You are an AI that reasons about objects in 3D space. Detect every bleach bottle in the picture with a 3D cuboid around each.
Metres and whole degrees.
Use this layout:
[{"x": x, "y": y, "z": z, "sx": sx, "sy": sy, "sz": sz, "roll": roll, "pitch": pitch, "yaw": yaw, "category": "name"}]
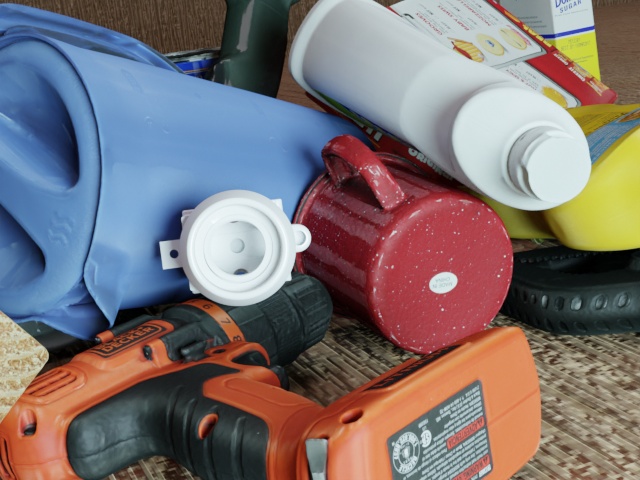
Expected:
[{"x": 0.060, "y": -0.071, "z": 0.548, "sx": 0.102, "sy": 0.068, "sz": 0.251, "roll": 27, "pitch": 10, "yaw": -21, "category": "bleach bottle"}]

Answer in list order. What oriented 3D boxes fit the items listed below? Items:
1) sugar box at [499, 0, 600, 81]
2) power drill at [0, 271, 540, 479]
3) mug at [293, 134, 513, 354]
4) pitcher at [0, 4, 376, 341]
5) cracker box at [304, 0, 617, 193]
[{"x": 0.199, "y": -0.155, "z": 0.920, "sx": 0.048, "sy": 0.176, "sz": 0.093, "roll": -12, "pitch": 14, "yaw": -16, "category": "sugar box"}, {"x": -0.012, "y": 0.060, "z": 0.424, "sx": 0.188, "sy": 0.057, "sz": 0.184, "roll": 1, "pitch": 20, "yaw": 44, "category": "power drill"}, {"x": 0.038, "y": -0.002, "z": 0.533, "sx": 0.093, "sy": 0.117, "sz": 0.082, "roll": -34, "pitch": 26, "yaw": -13, "category": "mug"}, {"x": -0.076, "y": -0.036, "z": 0.578, "sx": 0.145, "sy": 0.149, "sz": 0.242, "roll": 14, "pitch": 8, "yaw": 37, "category": "pitcher"}, {"x": 0.111, "y": -0.108, "z": 0.798, "sx": 0.164, "sy": 0.072, "sz": 0.213, "roll": 41, "pitch": 37, "yaw": 10, "category": "cracker box"}]
